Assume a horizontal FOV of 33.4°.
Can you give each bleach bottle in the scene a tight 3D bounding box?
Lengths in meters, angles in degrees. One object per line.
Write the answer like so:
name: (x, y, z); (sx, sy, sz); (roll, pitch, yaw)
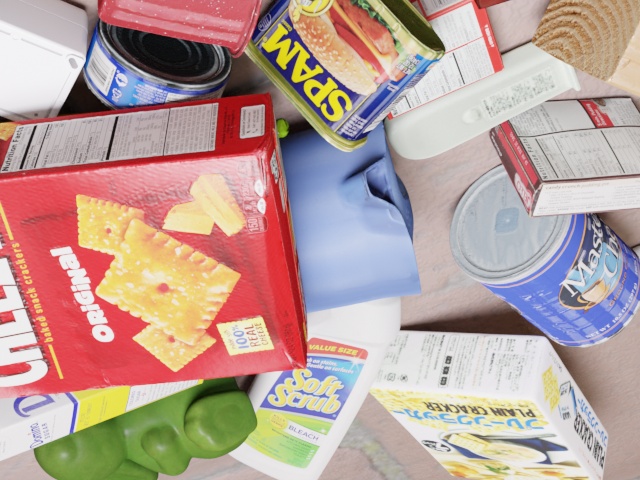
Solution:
bleach bottle: (-0.002, 0.103, 0.920); (0.102, 0.068, 0.251); (25, 126, 3)

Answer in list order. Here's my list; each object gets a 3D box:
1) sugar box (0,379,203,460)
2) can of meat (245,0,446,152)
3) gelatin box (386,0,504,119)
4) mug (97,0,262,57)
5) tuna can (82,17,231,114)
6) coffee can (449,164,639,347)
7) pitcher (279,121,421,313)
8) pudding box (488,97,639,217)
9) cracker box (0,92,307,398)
sugar box: (-0.180, 0.089, 0.789); (0.175, 0.093, 0.048); (-17, 143, -37)
can of meat: (0.015, -0.121, 0.657); (0.084, 0.102, 0.057); (-45, 174, 26)
gelatin box: (0.071, -0.130, 0.715); (0.089, 0.030, 0.073); (-22, 140, 9)
mug: (-0.075, -0.164, 0.588); (0.081, 0.093, 0.117); (7, 132, -18)
tuna can: (-0.098, -0.107, 0.646); (0.086, 0.086, 0.034); (8, 132, -25)
coffee can: (0.183, 0.013, 0.853); (0.103, 0.103, 0.140); (-35, 136, 21)
pitcher: (-0.055, 0.001, 0.760); (0.243, 0.145, 0.149); (-13, 127, 3)
pudding box: (0.191, -0.062, 0.781); (0.113, 0.090, 0.039); (-6, 137, -12)
cracker box: (-0.122, 0.010, 0.635); (0.213, 0.072, 0.164); (-6, 127, 2)
